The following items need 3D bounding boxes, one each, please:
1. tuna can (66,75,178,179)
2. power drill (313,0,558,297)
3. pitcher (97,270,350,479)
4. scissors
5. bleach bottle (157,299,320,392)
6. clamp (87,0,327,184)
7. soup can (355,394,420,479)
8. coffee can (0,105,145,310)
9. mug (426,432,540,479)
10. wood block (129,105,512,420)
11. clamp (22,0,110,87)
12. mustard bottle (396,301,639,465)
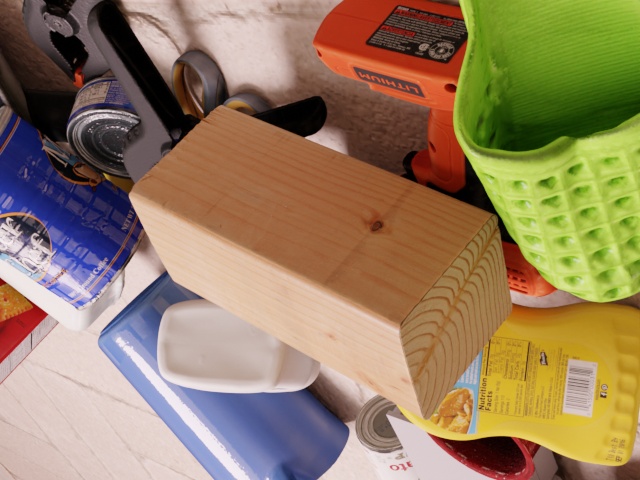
[{"bbox_3d":[-0.150,-0.085,0.818,0.086,0.033,0.086,6,145,4],"label":"tuna can"},{"bbox_3d":[0.055,-0.054,0.629,0.185,0.057,0.187,17,147,30],"label":"power drill"},{"bbox_3d":[-0.098,0.145,1.044,0.243,0.144,0.149,48,139,-7],"label":"pitcher"},{"bbox_3d":[-0.065,-0.059,0.808,0.096,0.016,0.202,25,149,26],"label":"scissors"},{"bbox_3d":[-0.046,0.097,0.887,0.103,0.068,0.250,1,170,14],"label":"bleach bottle"},{"bbox_3d":[-0.101,-0.075,0.751,0.164,0.036,0.210,29,147,-6],"label":"clamp"},{"bbox_3d":[0.077,0.187,0.938,0.069,0.068,0.102,14,143,40],"label":"soup can"},{"bbox_3d":[-0.221,-0.024,0.845,0.140,0.102,0.103,37,155,-22],"label":"coffee can"},{"bbox_3d":[0.117,0.104,0.755,0.117,0.081,0.093,25,149,25],"label":"mug"},{"bbox_3d":[-0.002,0.006,0.631,0.206,0.090,0.090,25,151,34],"label":"wood block"},{"bbox_3d":[-0.170,-0.166,0.752,0.120,0.039,0.171,21,157,19],"label":"clamp"},{"bbox_3d":[0.101,0.078,0.669,0.192,0.096,0.058,7,-173,13],"label":"mustard bottle"}]
